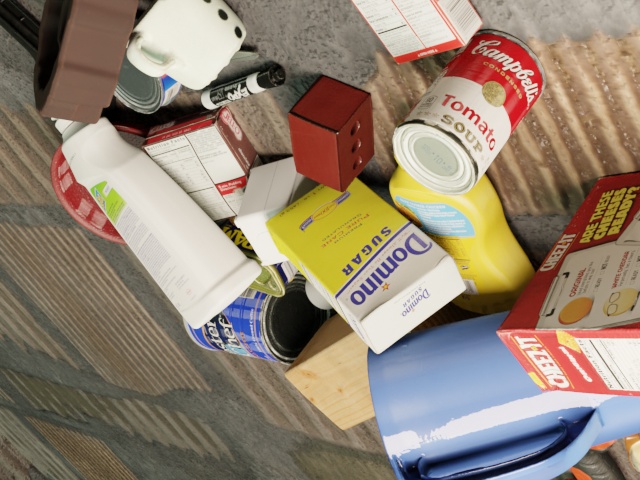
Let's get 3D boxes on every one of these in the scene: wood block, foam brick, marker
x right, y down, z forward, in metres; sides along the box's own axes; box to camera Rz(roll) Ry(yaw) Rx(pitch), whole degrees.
[{"bbox_3d":[0.065,0.104,1.052,0.090,0.090,0.206,44,142,-6],"label":"wood block"},{"bbox_3d":[0.010,-0.090,0.906,0.051,0.053,0.078,26,150,22],"label":"foam brick"},{"bbox_3d":[-0.069,-0.138,0.962,0.121,0.020,0.020,-7,128,53],"label":"marker"}]

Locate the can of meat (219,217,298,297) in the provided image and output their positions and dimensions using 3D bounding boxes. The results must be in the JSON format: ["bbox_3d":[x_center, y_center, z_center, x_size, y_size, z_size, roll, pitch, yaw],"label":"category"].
[{"bbox_3d":[-0.057,0.001,1.085,0.102,0.083,0.057,15,144,37],"label":"can of meat"}]

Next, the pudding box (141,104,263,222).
[{"bbox_3d":[-0.108,-0.072,1.055,0.090,0.039,0.113,-12,126,27],"label":"pudding box"}]

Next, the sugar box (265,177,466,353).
[{"bbox_3d":[0.033,0.011,0.896,0.176,0.093,0.048,42,165,52],"label":"sugar box"}]

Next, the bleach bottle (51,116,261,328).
[{"bbox_3d":[-0.170,-0.036,1.037,0.251,0.068,0.103,50,145,3],"label":"bleach bottle"}]

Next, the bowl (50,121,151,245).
[{"bbox_3d":[-0.202,-0.071,1.140,0.162,0.055,0.162,6,131,6],"label":"bowl"}]

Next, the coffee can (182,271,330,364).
[{"bbox_3d":[-0.074,0.081,1.202,0.141,0.102,0.102,4,137,46],"label":"coffee can"}]

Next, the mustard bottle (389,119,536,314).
[{"bbox_3d":[0.108,-0.023,0.883,0.096,0.058,0.191,15,145,48],"label":"mustard bottle"}]

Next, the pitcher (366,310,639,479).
[{"bbox_3d":[0.166,0.119,0.836,0.243,0.149,0.145,-17,162,15],"label":"pitcher"}]

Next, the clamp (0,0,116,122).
[{"bbox_3d":[-0.260,-0.186,1.094,0.165,0.036,0.210,13,145,40],"label":"clamp"}]

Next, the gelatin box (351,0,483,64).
[{"bbox_3d":[0.061,-0.172,0.750,0.089,0.030,0.073,51,151,-22],"label":"gelatin box"}]

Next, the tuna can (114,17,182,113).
[{"bbox_3d":[-0.168,-0.163,0.990,0.086,0.033,0.086,28,143,24],"label":"tuna can"}]

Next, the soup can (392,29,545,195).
[{"bbox_3d":[0.103,-0.089,0.745,0.068,0.102,0.068,29,151,18],"label":"soup can"}]
